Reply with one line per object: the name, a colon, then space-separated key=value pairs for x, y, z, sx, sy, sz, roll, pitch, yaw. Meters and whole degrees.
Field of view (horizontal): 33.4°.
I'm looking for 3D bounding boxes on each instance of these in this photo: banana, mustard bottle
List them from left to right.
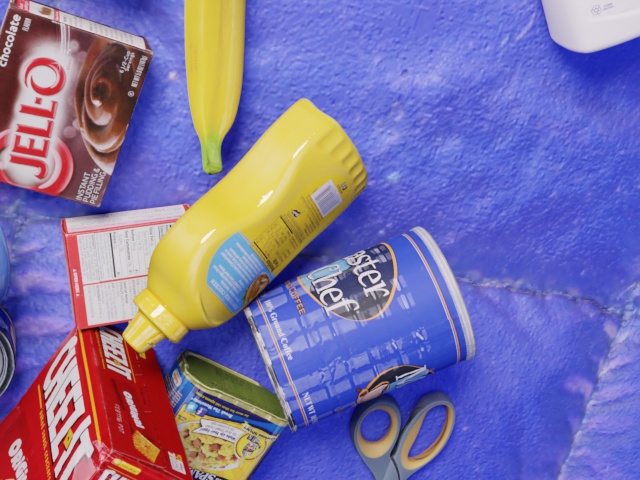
banana: x=-0.061 y=-0.142 z=0.649 sx=0.037 sy=0.070 sz=0.198 roll=-8 pitch=123 yaw=-18
mustard bottle: x=-0.055 y=0.001 z=0.700 sx=0.191 sy=0.058 sz=0.096 roll=-45 pitch=154 yaw=-8

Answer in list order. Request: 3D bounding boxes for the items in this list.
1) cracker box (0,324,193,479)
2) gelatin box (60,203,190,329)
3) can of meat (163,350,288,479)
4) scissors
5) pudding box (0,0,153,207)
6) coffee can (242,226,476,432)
cracker box: x=-0.187 y=0.180 z=0.718 sx=0.072 sy=0.164 sz=0.214 roll=32 pitch=103 yaw=-30
gelatin box: x=-0.128 y=0.017 z=0.732 sx=0.089 sy=0.030 sz=0.073 roll=-9 pitch=117 yaw=-15
can of meat: x=-0.084 y=0.140 z=0.792 sx=0.102 sy=0.057 sz=0.084 roll=29 pitch=102 yaw=-28
scissors: x=0.039 y=0.204 z=0.885 sx=0.096 sy=0.016 sz=0.202 roll=25 pitch=106 yaw=-24
pudding box: x=-0.165 y=-0.085 z=0.665 sx=0.090 sy=0.039 sz=0.114 roll=15 pitch=110 yaw=-23
coffee can: x=0.026 y=0.063 z=0.761 sx=0.140 sy=0.103 sz=0.103 roll=-22 pitch=120 yaw=-6
